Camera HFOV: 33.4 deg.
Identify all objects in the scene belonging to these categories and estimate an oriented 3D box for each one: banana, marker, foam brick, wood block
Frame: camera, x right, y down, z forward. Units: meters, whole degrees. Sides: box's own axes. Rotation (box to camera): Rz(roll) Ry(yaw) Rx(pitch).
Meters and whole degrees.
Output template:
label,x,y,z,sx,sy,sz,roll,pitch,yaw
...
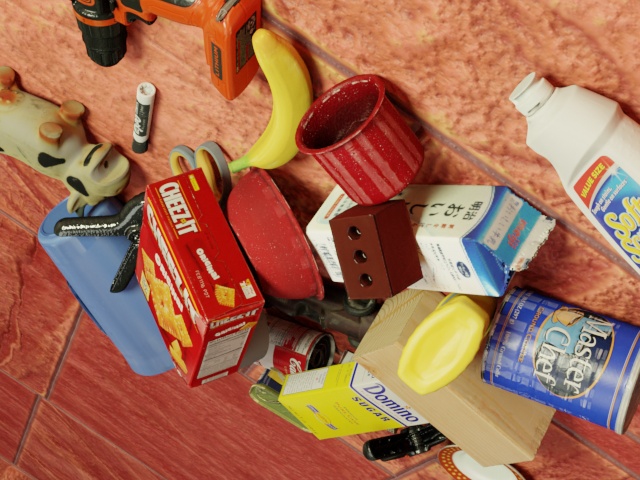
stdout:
label,x,y,z,sx,sy,sz,roll,pitch,yaw
banana,-0.039,-0.121,0.984,0.198,0.069,0.037,107,144,-54
marker,-0.193,-0.130,1.158,0.020,0.020,0.121,31,150,3
foam brick,0.050,0.007,0.952,0.053,0.051,0.078,-6,103,42
wood block,0.151,0.151,1.177,0.206,0.090,0.091,41,150,-13

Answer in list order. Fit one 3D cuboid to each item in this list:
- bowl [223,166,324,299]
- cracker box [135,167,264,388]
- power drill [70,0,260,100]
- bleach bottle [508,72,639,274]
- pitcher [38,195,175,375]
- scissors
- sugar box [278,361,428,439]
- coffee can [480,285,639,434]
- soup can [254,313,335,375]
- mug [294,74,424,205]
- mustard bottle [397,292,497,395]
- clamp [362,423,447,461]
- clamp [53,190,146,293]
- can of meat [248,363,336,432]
label,x,y,z,sx,sy,sz,roll,pitch,yaw
bowl,-0.057,0.001,1.109,0.162,0.055,0.162,59,169,18
cracker box,-0.137,0.047,1.149,0.164,0.072,0.214,63,159,18
power drill,-0.147,-0.199,0.971,0.188,0.057,0.184,26,150,12
bleach bottle,0.245,-0.036,0.839,0.250,0.068,0.103,40,149,-8
pitcher,-0.262,0.052,1.387,0.242,0.149,0.145,57,180,-31
scissors,-0.126,-0.026,1.198,0.096,0.016,0.202,25,133,33
sugar box,0.046,0.189,1.276,0.177,0.048,0.093,-15,130,39
coffee can,0.238,0.113,1.024,0.140,0.102,0.103,19,148,23
soup can,-0.042,0.137,1.364,0.102,0.068,0.068,16,147,28
mug,0.032,-0.088,0.946,0.081,0.093,0.117,47,170,-33
mustard bottle,0.132,0.088,1.049,0.058,0.096,0.191,38,-166,8
clamp,0.130,0.249,1.352,0.210,0.164,0.036,84,168,-75
clamp,-0.214,-0.003,1.260,0.171,0.039,0.120,-18,131,13
can of meat,-0.030,0.191,1.415,0.102,0.083,0.057,30,151,5
